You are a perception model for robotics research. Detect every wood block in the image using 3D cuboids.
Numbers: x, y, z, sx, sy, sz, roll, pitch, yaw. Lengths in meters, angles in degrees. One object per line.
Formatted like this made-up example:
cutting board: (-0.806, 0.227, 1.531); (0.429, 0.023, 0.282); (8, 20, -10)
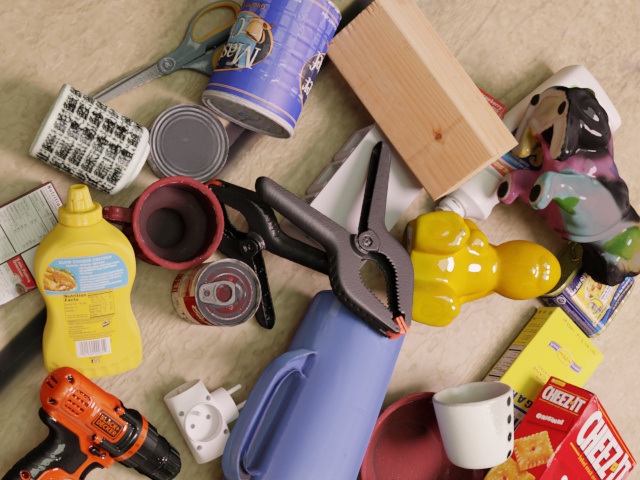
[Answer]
wood block: (0.108, -0.157, 1.159); (0.206, 0.091, 0.090); (55, 29, 5)

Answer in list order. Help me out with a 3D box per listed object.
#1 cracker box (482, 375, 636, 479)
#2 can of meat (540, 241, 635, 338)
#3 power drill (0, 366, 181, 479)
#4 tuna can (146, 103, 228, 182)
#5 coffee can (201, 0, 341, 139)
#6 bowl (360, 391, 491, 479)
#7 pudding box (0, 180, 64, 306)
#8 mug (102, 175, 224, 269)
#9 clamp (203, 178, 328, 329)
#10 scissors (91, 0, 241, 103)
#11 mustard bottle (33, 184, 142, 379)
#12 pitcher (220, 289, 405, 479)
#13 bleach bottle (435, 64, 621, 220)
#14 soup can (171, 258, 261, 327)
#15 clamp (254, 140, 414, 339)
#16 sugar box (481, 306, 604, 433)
cracker box: (0.259, 0.289, 1.210); (0.213, 0.072, 0.164); (-52, 132, -16)
can of meat: (0.322, 0.055, 1.291); (0.084, 0.058, 0.102); (45, 72, -15)
power drill: (-0.243, 0.237, 1.040); (0.187, 0.057, 0.184); (-52, 125, -13)
tuna can: (-0.143, -0.100, 1.128); (0.086, 0.034, 0.086); (1, 86, -21)
coffee can: (-0.051, -0.191, 1.116); (0.102, 0.103, 0.140); (25, 83, -19)
bowl: (0.108, 0.248, 1.193); (0.161, 0.055, 0.162); (1, 86, -22)
pudding box: (-0.296, 0.005, 1.058); (0.113, 0.039, 0.090); (-31, 98, -23)
mug: (-0.166, -0.017, 1.087); (0.117, 0.082, 0.093); (8, 84, -21)
clamp: (-0.057, 0.001, 1.125); (0.120, 0.039, 0.171); (-30, 99, 21)
scissors: (-0.146, -0.177, 1.141); (0.096, 0.016, 0.201); (47, 72, -12)
mustard bottle: (-0.227, 0.039, 1.035); (0.096, 0.058, 0.192); (-6, 113, -13)
pitcher: (-0.006, 0.174, 1.111); (0.145, 0.149, 0.242); (24, 74, -3)
bleach bottle: (0.238, -0.099, 1.265); (0.250, 0.068, 0.102); (-41, 102, -17)
soup can: (-0.109, 0.055, 1.094); (0.068, 0.102, 0.068); (2, 86, -22)
clamp: (0.046, -0.002, 1.102); (0.164, 0.036, 0.210); (-27, 83, -29)
sugar box: (0.248, 0.172, 1.259); (0.093, 0.048, 0.176); (45, 71, -14)
